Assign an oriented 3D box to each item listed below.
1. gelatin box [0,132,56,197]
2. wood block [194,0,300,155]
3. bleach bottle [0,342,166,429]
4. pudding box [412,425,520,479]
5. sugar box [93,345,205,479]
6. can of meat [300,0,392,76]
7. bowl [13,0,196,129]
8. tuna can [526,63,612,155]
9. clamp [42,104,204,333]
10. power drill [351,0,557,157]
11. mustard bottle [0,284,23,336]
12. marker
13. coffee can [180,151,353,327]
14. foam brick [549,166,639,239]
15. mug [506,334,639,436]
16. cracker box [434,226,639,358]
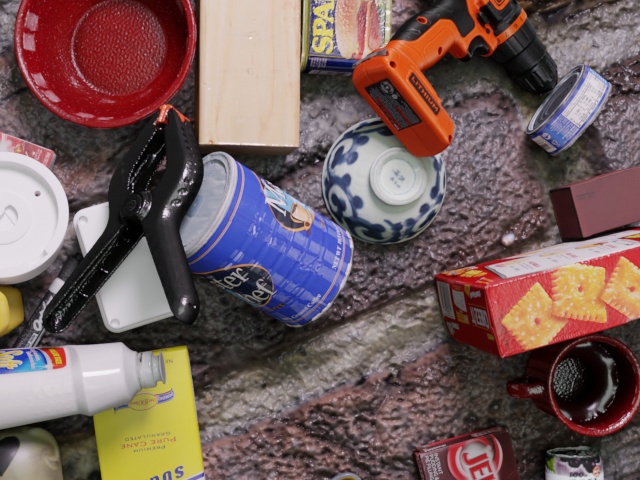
[{"bbox_3d":[-0.286,-0.049,0.954,0.073,0.030,0.089,19,86,-8],"label":"gelatin box"},{"bbox_3d":[-0.067,-0.184,0.959,0.090,0.091,0.206,1,89,-9],"label":"wood block"},{"bbox_3d":[-0.257,0.123,0.904,0.251,0.102,0.068,-8,103,-1],"label":"bleach bottle"},{"bbox_3d":[0.144,0.241,1.012,0.090,0.039,0.113,-14,92,-10],"label":"pudding box"},{"bbox_3d":[-0.153,0.190,0.963,0.093,0.048,0.176,-9,89,-7],"label":"sugar box"},{"bbox_3d":[0.019,-0.202,0.990,0.084,0.057,0.102,2,90,-12],"label":"can of meat"},{"bbox_3d":[-0.186,-0.177,0.949,0.162,0.055,0.162,0,90,4],"label":"bowl"},{"bbox_3d":[0.233,-0.124,1.007,0.033,0.086,0.086,37,84,-5],"label":"tuna can"},{"bbox_3d":[-0.137,-0.017,0.875,0.036,0.165,0.210,39,61,-46],"label":"clamp"},{"bbox_3d":[0.126,-0.164,0.974,0.184,0.057,0.187,47,59,-16],"label":"power drill"},{"bbox_3d":[-0.301,0.064,0.868,0.096,0.192,0.058,-6,90,-9],"label":"mustard bottle"},{"bbox_3d":[-0.248,0.064,0.964,0.020,0.020,0.121,31,85,-7],"label":"marker"},{"bbox_3d":[-0.056,0.001,0.929,0.140,0.103,0.103,32,84,-31],"label":"coffee can"},{"bbox_3d":[0.271,-0.036,1.029,0.078,0.051,0.053,-15,91,-9],"label":"foam brick"},{"bbox_3d":[0.232,0.134,1.005,0.117,0.081,0.093,-9,91,-9],"label":"mug"},{"bbox_3d":[0.229,0.043,0.965,0.213,0.164,0.072,-13,93,-9],"label":"cracker box"}]
